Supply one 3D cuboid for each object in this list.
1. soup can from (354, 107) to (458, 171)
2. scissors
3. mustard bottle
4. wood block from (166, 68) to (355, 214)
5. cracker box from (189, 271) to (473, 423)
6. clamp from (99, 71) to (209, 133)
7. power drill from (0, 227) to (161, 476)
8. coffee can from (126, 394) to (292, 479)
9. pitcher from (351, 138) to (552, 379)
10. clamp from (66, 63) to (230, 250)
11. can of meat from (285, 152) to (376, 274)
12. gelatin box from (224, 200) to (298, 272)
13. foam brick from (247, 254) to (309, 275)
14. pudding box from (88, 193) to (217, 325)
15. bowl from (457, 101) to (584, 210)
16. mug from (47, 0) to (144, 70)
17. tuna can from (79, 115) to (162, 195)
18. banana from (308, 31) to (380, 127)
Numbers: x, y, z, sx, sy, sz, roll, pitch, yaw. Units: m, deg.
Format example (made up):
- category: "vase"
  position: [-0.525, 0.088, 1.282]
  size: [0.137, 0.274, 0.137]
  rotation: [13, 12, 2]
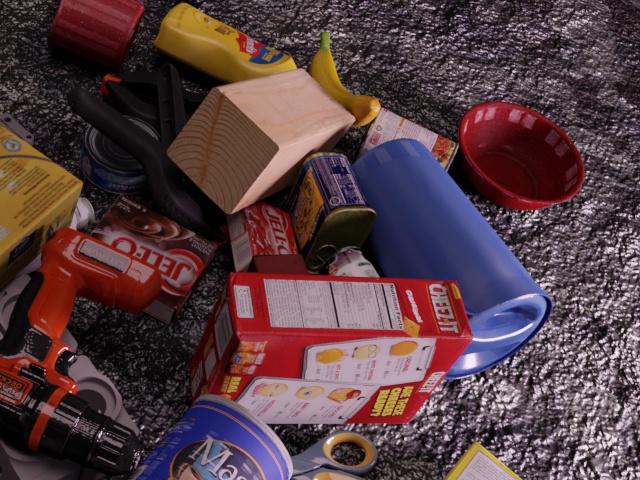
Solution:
- category: "soup can"
  position: [0.097, -0.102, 1.220]
  size: [0.102, 0.069, 0.068]
  rotation: [26, 48, 2]
- category: "scissors"
  position: [-0.031, 0.191, 0.965]
  size: [0.201, 0.016, 0.096]
  rotation: [25, 46, 0]
- category: "mustard bottle"
  position: [-0.091, -0.208, 1.238]
  size: [0.191, 0.058, 0.096]
  rotation: [27, 24, 0]
- category: "wood block"
  position: [-0.055, -0.108, 1.095]
  size: [0.090, 0.091, 0.205]
  rotation: [44, 25, 7]
- category: "cracker box"
  position: [0.003, 0.099, 0.954]
  size: [0.213, 0.164, 0.072]
  rotation: [3, 54, -19]
- category: "clamp"
  position: [-0.155, -0.148, 1.183]
  size: [0.171, 0.039, 0.120]
  rotation: [28, 41, -6]
- category: "power drill"
  position: [-0.201, 0.087, 0.873]
  size: [0.184, 0.057, 0.187]
  rotation: [25, 48, 0]
- category: "coffee can"
  position: [-0.103, 0.208, 0.855]
  size: [0.103, 0.103, 0.140]
  rotation: [36, 55, 10]
- category: "pitcher"
  position: [0.126, 0.014, 1.107]
  size: [0.144, 0.149, 0.243]
  rotation: [-21, 58, -16]
- category: "clamp"
  position: [-0.150, -0.088, 1.094]
  size: [0.210, 0.036, 0.164]
  rotation: [54, 35, -6]
- category: "can of meat"
  position: [0.007, -0.029, 1.104]
  size: [0.057, 0.102, 0.084]
  rotation: [-3, 51, -26]
- category: "gelatin box"
  position: [-0.057, 0.001, 1.081]
  size: [0.073, 0.030, 0.089]
  rotation: [25, 41, -42]
- category: "foam brick"
  position: [-0.045, 0.056, 1.029]
  size: [0.052, 0.078, 0.051]
  rotation: [-3, 52, -23]
- category: "pudding box"
  position: [-0.170, 0.018, 1.038]
  size: [0.113, 0.039, 0.090]
  rotation: [27, 49, 2]
- category: "bowl"
  position: [0.228, -0.090, 1.268]
  size: [0.162, 0.055, 0.162]
  rotation: [11, 49, -13]
- category: "mug"
  position: [-0.249, -0.244, 1.202]
  size: [0.081, 0.093, 0.117]
  rotation: [22, 11, -9]
- category: "tuna can"
  position: [-0.207, -0.091, 1.117]
  size: [0.086, 0.034, 0.086]
  rotation: [11, 49, -13]
- category: "banana"
  position: [0.021, -0.172, 1.234]
  size: [0.037, 0.070, 0.198]
  rotation: [-6, 36, -18]
